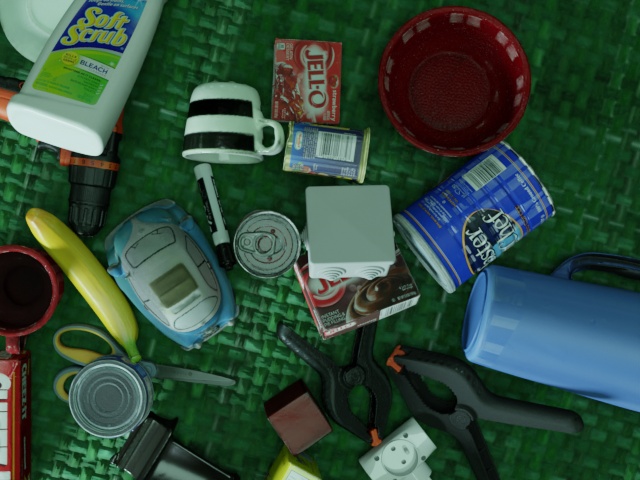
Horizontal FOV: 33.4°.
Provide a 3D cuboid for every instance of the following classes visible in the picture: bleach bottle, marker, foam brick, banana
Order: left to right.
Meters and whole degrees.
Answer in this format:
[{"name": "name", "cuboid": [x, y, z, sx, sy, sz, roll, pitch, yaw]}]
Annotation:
[{"name": "banana", "cuboid": [-0.243, 0.038, 1.119, 0.037, 0.070, 0.197, -37, 111, -10]}, {"name": "bleach bottle", "cuboid": [-0.223, -0.214, 1.086, 0.102, 0.068, 0.250, 18, 68, -1]}, {"name": "marker", "cuboid": [-0.112, -0.025, 1.137, 0.020, 0.020, 0.121, -15, 72, -3]}, {"name": "foam brick", "cuboid": [-0.025, 0.190, 1.148, 0.051, 0.078, 0.053, -33, 95, -4]}]

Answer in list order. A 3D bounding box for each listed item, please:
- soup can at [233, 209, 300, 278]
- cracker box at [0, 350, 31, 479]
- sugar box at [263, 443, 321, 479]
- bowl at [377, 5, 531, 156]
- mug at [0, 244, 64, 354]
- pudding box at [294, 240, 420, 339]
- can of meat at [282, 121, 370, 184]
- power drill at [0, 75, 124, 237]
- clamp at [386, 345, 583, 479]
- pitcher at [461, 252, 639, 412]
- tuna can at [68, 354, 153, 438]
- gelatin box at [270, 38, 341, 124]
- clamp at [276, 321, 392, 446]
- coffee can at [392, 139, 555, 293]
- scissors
[{"name": "soup can", "cuboid": [-0.057, 0.001, 1.122, 0.068, 0.102, 0.068, 0, 93, -5]}, {"name": "cracker box", "cuboid": [-0.418, 0.200, 1.122, 0.213, 0.072, 0.164, 1, 94, -5]}, {"name": "sugar box", "cuboid": [-0.063, 0.310, 1.144, 0.048, 0.093, 0.176, 32, 90, -5]}, {"name": "bowl", "cuboid": [0.141, -0.166, 1.145, 0.162, 0.055, 0.162, 0, 85, 1]}, {"name": "mug", "cuboid": [-0.314, 0.061, 1.117, 0.093, 0.081, 0.117, 1, 93, -4]}, {"name": "pudding box", "cuboid": [0.038, 0.045, 1.143, 0.113, 0.039, 0.090, -19, 68, -11]}, {"name": "can of meat", "cuboid": [0.005, -0.094, 1.123, 0.084, 0.102, 0.057, 8, 92, -3]}, {"name": "power drill", "cuboid": [-0.303, -0.104, 1.122, 0.187, 0.057, 0.184, 8, 89, -8]}, {"name": "clamp", "cuboid": [0.167, 0.181, 1.153, 0.210, 0.036, 0.165, 42, 127, 0]}, {"name": "pitcher", "cuboid": [0.283, 0.095, 1.149, 0.243, 0.149, 0.145, 14, 111, -2]}, {"name": "tuna can", "cuboid": [-0.222, 0.165, 1.132, 0.086, 0.034, 0.086, 0, 91, 2]}, {"name": "gelatin box", "cuboid": [-0.015, -0.171, 1.152, 0.073, 0.030, 0.089, 3, 93, -5]}, {"name": "clamp", "cuboid": [0.039, 0.138, 1.170, 0.120, 0.039, 0.171, -29, 99, -5]}, {"name": "coffee can", "cuboid": [0.163, -0.026, 1.137, 0.140, 0.103, 0.103, -37, 95, -2]}, {"name": "scissors", "cuboid": [-0.203, 0.156, 1.164, 0.201, 0.016, 0.096, 24, 93, -5]}]
